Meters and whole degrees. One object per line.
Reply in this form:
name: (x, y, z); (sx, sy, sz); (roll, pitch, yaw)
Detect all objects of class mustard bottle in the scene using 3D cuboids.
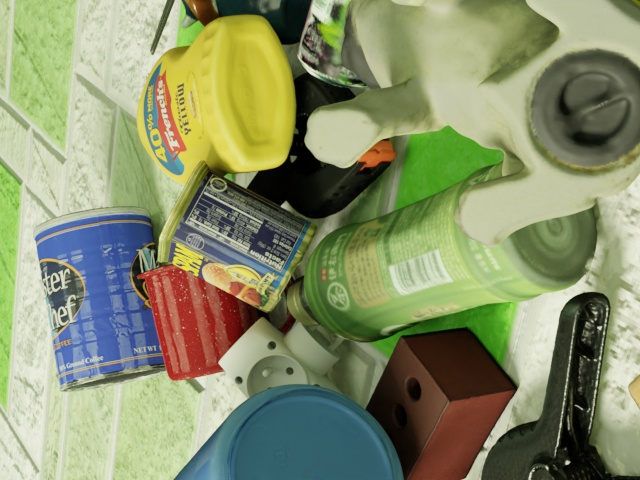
mustard bottle: (-0.083, -0.088, 0.731); (0.192, 0.058, 0.096); (-5, 96, 63)

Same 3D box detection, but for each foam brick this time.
foam brick: (0.064, 0.095, 0.603); (0.053, 0.051, 0.078); (53, 135, 39)

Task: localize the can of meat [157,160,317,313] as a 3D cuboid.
can of meat: (-0.055, 0.001, 0.688); (0.057, 0.084, 0.102); (-63, 3, -15)

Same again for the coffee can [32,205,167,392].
coffee can: (-0.185, 0.051, 0.919); (0.103, 0.102, 0.140); (-26, 73, 54)

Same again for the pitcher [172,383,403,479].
pitcher: (-0.046, 0.187, 0.639); (0.243, 0.144, 0.149); (121, 142, -55)

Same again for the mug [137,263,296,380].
mug: (-0.069, 0.052, 0.774); (0.117, 0.093, 0.081); (-14, 87, 19)

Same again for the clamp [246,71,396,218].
clamp: (-0.021, -0.056, 0.722); (0.210, 0.036, 0.164); (25, 115, 56)
